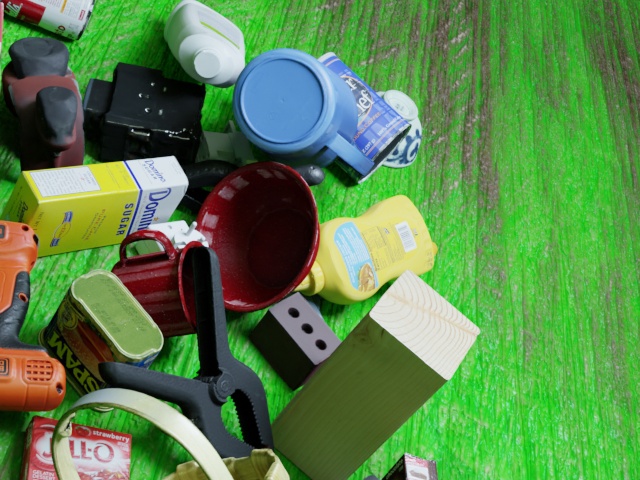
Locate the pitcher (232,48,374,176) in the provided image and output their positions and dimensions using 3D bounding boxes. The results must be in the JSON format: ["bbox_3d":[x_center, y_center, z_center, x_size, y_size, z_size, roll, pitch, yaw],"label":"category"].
[{"bbox_3d":[-0.020,-0.141,1.202,0.149,0.145,0.242,-4,2,5],"label":"pitcher"}]

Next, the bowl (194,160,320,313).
[{"bbox_3d":[-0.057,0.001,1.120,0.055,0.162,0.162,24,34,-54],"label":"bowl"}]

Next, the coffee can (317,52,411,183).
[{"bbox_3d":[0.032,-0.157,1.367,0.140,0.103,0.102,43,39,6],"label":"coffee can"}]

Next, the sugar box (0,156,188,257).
[{"bbox_3d":[-0.223,-0.033,1.055,0.175,0.093,0.048,-9,58,-42],"label":"sugar box"}]

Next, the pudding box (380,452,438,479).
[{"bbox_3d":[0.070,0.262,0.972,0.039,0.114,0.090,17,42,-20],"label":"pudding box"}]

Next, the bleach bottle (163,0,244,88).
[{"bbox_3d":[-0.138,-0.228,1.253,0.102,0.068,0.251,28,13,-12],"label":"bleach bottle"}]

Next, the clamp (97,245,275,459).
[{"bbox_3d":[-0.105,0.133,0.947,0.164,0.036,0.210,-45,120,-43],"label":"clamp"}]

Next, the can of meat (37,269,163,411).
[{"bbox_3d":[-0.197,0.089,0.962,0.102,0.084,0.057,48,40,12],"label":"can of meat"}]

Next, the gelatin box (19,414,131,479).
[{"bbox_3d":[-0.206,0.191,0.896,0.089,0.030,0.073,18,42,-23],"label":"gelatin box"}]

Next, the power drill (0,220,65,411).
[{"bbox_3d":[-0.314,0.064,0.916,0.184,0.057,0.187,7,48,-22],"label":"power drill"}]

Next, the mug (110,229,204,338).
[{"bbox_3d":[-0.153,0.042,1.009,0.093,0.082,0.117,-73,149,-54],"label":"mug"}]

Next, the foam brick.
[{"bbox_3d":[-0.025,0.105,1.104,0.078,0.051,0.052,48,40,12],"label":"foam brick"}]

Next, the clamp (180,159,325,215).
[{"bbox_3d":[-0.081,-0.056,1.173,0.171,0.120,0.039,15,39,-20],"label":"clamp"}]

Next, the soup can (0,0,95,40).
[{"bbox_3d":[-0.322,-0.283,1.249,0.102,0.069,0.068,19,42,-23],"label":"soup can"}]

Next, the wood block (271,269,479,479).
[{"bbox_3d":[0.044,0.136,1.003,0.091,0.206,0.090,40,38,4],"label":"wood block"}]

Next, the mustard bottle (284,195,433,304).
[{"bbox_3d":[0.038,0.019,1.191,0.191,0.058,0.096,-21,91,-37],"label":"mustard bottle"}]
